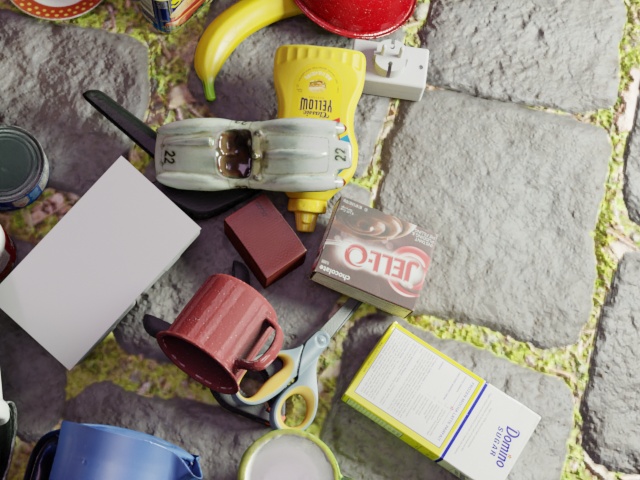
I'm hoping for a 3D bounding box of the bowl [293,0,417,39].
[{"bbox_3d":[0.041,-0.304,1.174,0.162,0.055,0.162,6,66,-15],"label":"bowl"}]

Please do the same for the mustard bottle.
[{"bbox_3d":[-0.008,-0.104,1.116,0.096,0.058,0.191,5,90,-1],"label":"mustard bottle"}]

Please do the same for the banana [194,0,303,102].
[{"bbox_3d":[-0.072,-0.236,1.180,0.197,0.037,0.069,-41,98,-12],"label":"banana"}]

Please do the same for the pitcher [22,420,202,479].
[{"bbox_3d":[-0.212,0.291,0.975,0.145,0.149,0.243,19,76,-16],"label":"pitcher"}]

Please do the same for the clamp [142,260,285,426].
[{"bbox_3d":[-0.098,0.116,1.069,0.120,0.039,0.171,-24,76,-10],"label":"clamp"}]

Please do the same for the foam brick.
[{"bbox_3d":[-0.057,0.001,1.100,0.053,0.051,0.078,-33,78,-13],"label":"foam brick"}]

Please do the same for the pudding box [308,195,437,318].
[{"bbox_3d":[0.055,0.018,1.096,0.113,0.039,0.090,21,66,-3],"label":"pudding box"}]

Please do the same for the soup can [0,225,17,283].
[{"bbox_3d":[-0.346,0.003,1.058,0.068,0.102,0.068,1,73,-3],"label":"soup can"}]

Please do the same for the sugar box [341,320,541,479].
[{"bbox_3d":[0.119,0.167,1.063,0.176,0.048,0.093,34,74,3],"label":"sugar box"}]

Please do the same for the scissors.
[{"bbox_3d":[0.003,0.121,1.070,0.201,0.016,0.096,-28,85,-26],"label":"scissors"}]

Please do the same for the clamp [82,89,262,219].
[{"bbox_3d":[-0.161,-0.062,1.120,0.210,0.036,0.164,11,83,-3],"label":"clamp"}]

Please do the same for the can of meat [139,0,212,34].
[{"bbox_3d":[-0.153,-0.283,1.163,0.057,0.084,0.102,43,76,9],"label":"can of meat"}]

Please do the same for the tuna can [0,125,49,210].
[{"bbox_3d":[-0.329,-0.075,1.118,0.086,0.034,0.086,1,73,-3],"label":"tuna can"}]

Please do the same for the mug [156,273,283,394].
[{"bbox_3d":[-0.085,0.088,1.005,0.117,0.093,0.081,12,56,38],"label":"mug"}]
